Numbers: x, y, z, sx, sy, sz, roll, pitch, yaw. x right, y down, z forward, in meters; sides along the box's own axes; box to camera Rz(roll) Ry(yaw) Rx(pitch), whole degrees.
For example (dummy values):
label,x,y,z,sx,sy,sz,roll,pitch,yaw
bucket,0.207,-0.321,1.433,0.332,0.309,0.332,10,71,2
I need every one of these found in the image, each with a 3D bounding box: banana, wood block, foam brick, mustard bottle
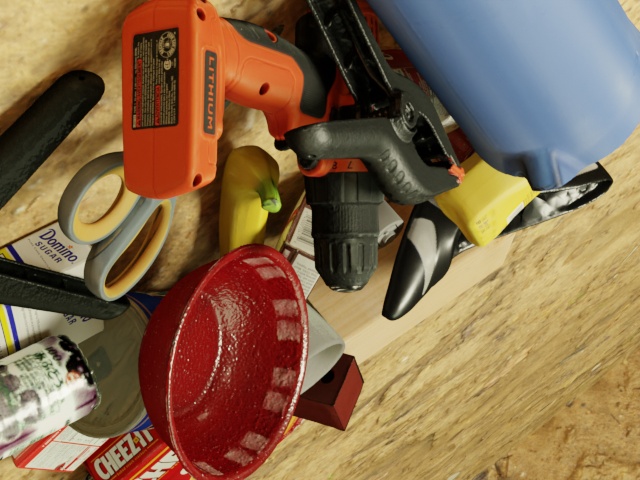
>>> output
label,x,y,z,sx,sy,sz,roll,pitch,yaw
banana,-0.054,-0.018,0.754,0.037,0.069,0.198,5,158,-6
wood block,0.072,0.025,0.995,0.205,0.090,0.091,-33,157,-18
foam brick,-0.009,0.125,0.938,0.051,0.078,0.053,68,40,-52
mustard bottle,0.169,-0.078,0.775,0.191,0.058,0.096,-41,167,2

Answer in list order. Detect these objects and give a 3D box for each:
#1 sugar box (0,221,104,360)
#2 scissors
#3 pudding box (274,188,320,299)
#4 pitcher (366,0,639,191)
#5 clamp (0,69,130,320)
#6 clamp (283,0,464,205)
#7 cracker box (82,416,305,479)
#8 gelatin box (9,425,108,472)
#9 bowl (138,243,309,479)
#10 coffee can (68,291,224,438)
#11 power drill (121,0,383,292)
label,x,y,z,sx,sy,sz,roll,pitch,yaw
sugar box,-0.221,0.061,0.664,0.176,0.048,0.093,-32,156,-27
scissors,-0.086,-0.061,0.610,0.201,0.016,0.096,-62,152,-8
pudding box,-0.014,0.007,0.822,0.090,0.039,0.113,-62,-177,38
pitcher,0.102,-0.152,0.637,0.145,0.149,0.242,-47,142,5
clamp,-0.198,-0.003,0.569,0.209,0.036,0.165,-15,127,-31
clamp,0.032,-0.063,0.607,0.039,0.120,0.171,-9,142,36
cracker box,-0.110,0.173,1.010,0.164,0.072,0.213,-42,157,3
gelatin box,-0.207,0.155,0.879,0.073,0.030,0.089,-43,158,4
bowl,-0.072,0.079,0.714,0.161,0.055,0.162,-21,115,-57
coffee can,-0.120,0.088,0.795,0.103,0.103,0.140,-48,156,19
power drill,-0.028,-0.059,0.613,0.057,0.184,0.187,-3,179,37
